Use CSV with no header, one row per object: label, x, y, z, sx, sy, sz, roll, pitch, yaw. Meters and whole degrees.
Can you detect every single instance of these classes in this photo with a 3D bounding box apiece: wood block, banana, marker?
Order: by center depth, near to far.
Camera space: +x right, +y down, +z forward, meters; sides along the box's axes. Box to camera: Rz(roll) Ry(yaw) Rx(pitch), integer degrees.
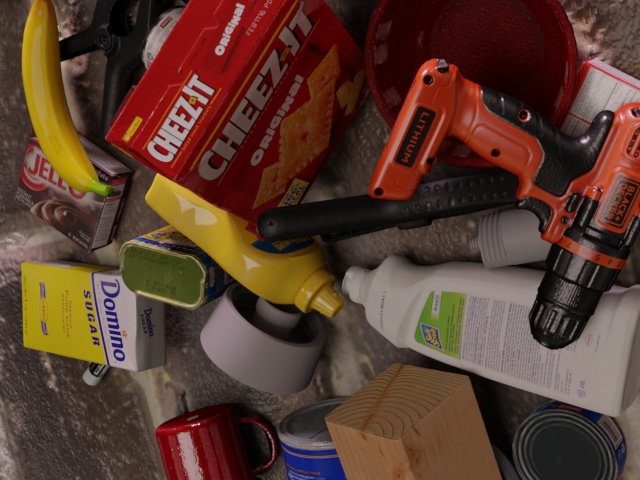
wood block,0.092,0.216,0.874,0.090,0.090,0.206,4,120,51
banana,-0.246,-0.126,1.005,0.070,0.037,0.198,-20,89,29
marker,-0.212,0.108,1.105,0.020,0.020,0.121,47,123,11

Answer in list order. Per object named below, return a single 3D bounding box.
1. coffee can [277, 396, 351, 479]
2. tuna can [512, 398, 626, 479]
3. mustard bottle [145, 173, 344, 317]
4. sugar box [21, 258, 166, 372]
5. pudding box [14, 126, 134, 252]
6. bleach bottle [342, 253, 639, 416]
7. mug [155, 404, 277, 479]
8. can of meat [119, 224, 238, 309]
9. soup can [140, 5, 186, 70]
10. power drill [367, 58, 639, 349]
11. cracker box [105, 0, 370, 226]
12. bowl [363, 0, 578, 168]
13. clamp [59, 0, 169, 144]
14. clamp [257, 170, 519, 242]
coffee can,0.024,0.222,0.945,0.103,0.102,0.140,-2,104,32
tuna can,0.201,0.170,0.861,0.086,0.033,0.086,10,110,29
mustard bottle,-0.056,0.001,0.928,0.192,0.096,0.058,40,117,16
sugar box,-0.230,0.072,1.071,0.177,0.048,0.093,5,99,40
pudding box,-0.247,-0.055,1.064,0.114,0.039,0.090,31,118,19
bleach bottle,0.131,0.056,0.854,0.251,0.067,0.102,16,109,30
mug,-0.100,0.206,1.033,0.117,0.093,0.081,-15,92,3
can of meat,-0.122,0.020,0.983,0.102,0.083,0.057,12,111,28
soup can,-0.097,-0.150,0.926,0.102,0.068,0.069,36,120,18
power drill,0.132,-0.032,0.747,0.187,0.057,0.184,22,102,-2
cracker box,-0.045,-0.102,0.792,0.072,0.213,0.164,31,91,18
bowl,0.117,-0.138,0.797,0.162,0.055,0.162,11,117,22
clamp,-0.186,-0.174,0.990,0.172,0.039,0.120,-38,84,38
clamp,0.068,-0.026,0.846,0.210,0.164,0.036,-10,88,10
